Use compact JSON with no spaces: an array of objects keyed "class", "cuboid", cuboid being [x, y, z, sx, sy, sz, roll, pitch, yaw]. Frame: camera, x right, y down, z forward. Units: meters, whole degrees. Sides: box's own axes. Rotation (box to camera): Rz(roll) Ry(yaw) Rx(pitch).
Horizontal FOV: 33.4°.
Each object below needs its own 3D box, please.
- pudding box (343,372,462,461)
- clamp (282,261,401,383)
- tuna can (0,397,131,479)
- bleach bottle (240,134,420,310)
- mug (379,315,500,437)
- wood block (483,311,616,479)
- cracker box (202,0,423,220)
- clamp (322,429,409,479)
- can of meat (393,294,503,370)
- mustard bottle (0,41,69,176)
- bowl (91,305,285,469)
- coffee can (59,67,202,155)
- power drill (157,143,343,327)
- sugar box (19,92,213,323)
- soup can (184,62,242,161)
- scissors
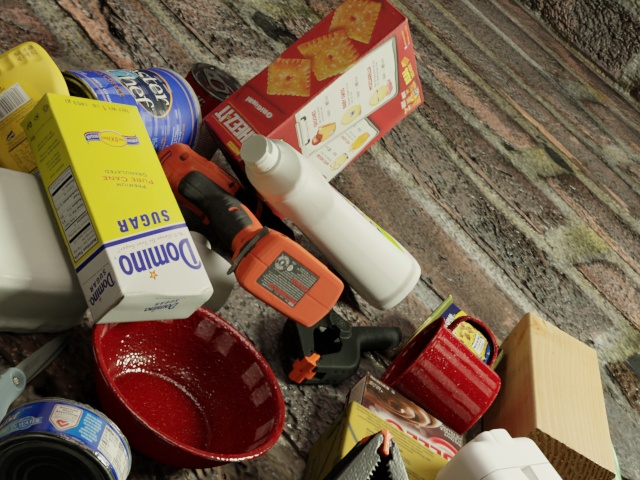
[{"class":"pudding box","cuboid":[0.070,0.179,0.924,0.113,0.039,0.090,33,27,-9]},{"class":"clamp","cuboid":[0.018,0.092,1.003,0.120,0.039,0.171,31,30,-3]},{"class":"tuna can","cuboid":[-0.161,0.139,0.652,0.086,0.086,0.033,31,29,-13]},{"class":"bleach bottle","cuboid":[0.004,-0.023,1.027,0.103,0.068,0.250,44,1,39]},{"class":"mug","cuboid":[0.120,0.124,1.001,0.081,0.093,0.117,42,72,-2]},{"class":"wood block","cuboid":[0.220,0.174,1.054,0.090,0.090,0.206,30,27,-6]},{"class":"cracker box","cuboid":[-0.002,-0.135,1.085,0.072,0.213,0.164,48,-6,23]},{"class":"clamp","cuboid":[0.018,0.226,0.716,0.164,0.036,0.210,20,58,-28]},{"class":"can of meat","cuboid":[0.134,0.113,1.088,0.084,0.058,0.102,44,28,7]},{"class":"mustard bottle","cuboid":[-0.218,-0.062,0.886,0.191,0.096,0.058,53,-4,-1]},{"class":"bowl","cuboid":[-0.107,0.114,0.792,0.162,0.055,0.162,29,28,-17]},{"class":"coffee can","cuboid":[-0.192,-0.108,0.989,0.103,0.103,0.140,46,28,16]},{"class":"power drill","cuboid":[-0.056,0.001,0.968,0.184,0.057,0.188,35,5,-41]},{"class":"sugar box","cuboid":[-0.153,-0.025,0.802,0.093,0.048,0.176,0,56,-51]},{"class":"soup can","cuboid":[-0.127,-0.121,1.090,0.068,0.102,0.068,29,28,-17]},{"class":"scissors","cuboid":[-0.219,0.084,0.708,0.096,0.016,0.201,62,18,-24]}]
